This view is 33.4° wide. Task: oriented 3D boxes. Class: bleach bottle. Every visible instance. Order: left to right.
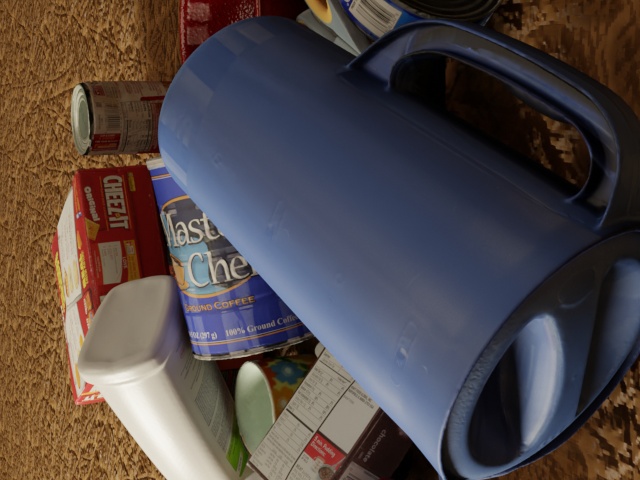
[{"bbox_3d":[-0.095,0.150,0.814,0.102,0.068,0.251,-81,-26,-52],"label":"bleach bottle"}]

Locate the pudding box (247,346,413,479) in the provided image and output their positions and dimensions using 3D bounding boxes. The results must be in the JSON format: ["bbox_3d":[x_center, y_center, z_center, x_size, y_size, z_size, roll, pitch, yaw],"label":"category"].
[{"bbox_3d":[0.014,0.117,0.659,0.113,0.039,0.090,-54,28,-5],"label":"pudding box"}]

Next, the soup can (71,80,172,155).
[{"bbox_3d":[-0.172,-0.113,0.986,0.069,0.102,0.068,19,111,62],"label":"soup can"}]

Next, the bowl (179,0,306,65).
[{"bbox_3d":[-0.054,-0.160,0.790,0.162,0.055,0.162,18,110,62],"label":"bowl"}]

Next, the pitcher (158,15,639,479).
[{"bbox_3d":[0.032,-0.019,0.496,0.243,0.149,0.145,42,169,36],"label":"pitcher"}]

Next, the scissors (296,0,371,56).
[{"bbox_3d":[0.029,-0.119,0.645,0.202,0.016,0.096,42,155,55],"label":"scissors"}]

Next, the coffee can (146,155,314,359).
[{"bbox_3d":[-0.055,0.001,0.741,0.103,0.102,0.140,-1,103,64],"label":"coffee can"}]

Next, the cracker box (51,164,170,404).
[{"bbox_3d":[-0.189,0.046,0.962,0.214,0.072,0.164,135,125,-64],"label":"cracker box"}]

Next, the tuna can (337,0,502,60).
[{"bbox_3d":[0.050,-0.135,0.550,0.034,0.086,0.086,122,136,-53],"label":"tuna can"}]
